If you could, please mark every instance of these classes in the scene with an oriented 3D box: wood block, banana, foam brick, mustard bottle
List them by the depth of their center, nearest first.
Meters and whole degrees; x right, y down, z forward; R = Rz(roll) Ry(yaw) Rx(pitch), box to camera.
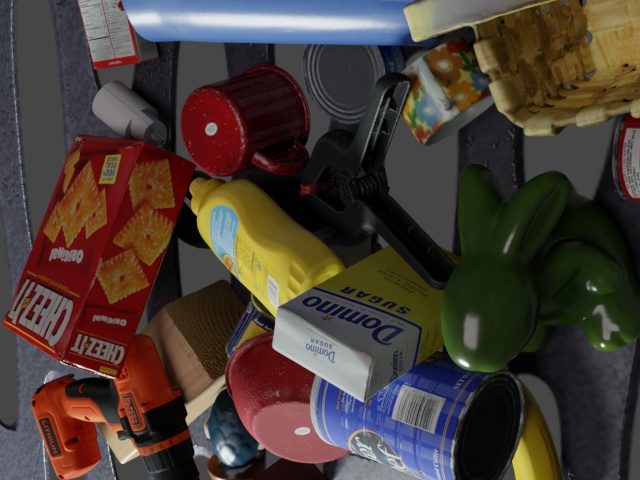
[{"bbox_3d":[0.166,0.181,0.891,0.070,0.037,0.198,-22,89,45],"label":"banana"},{"bbox_3d":[-0.056,0.001,0.932,0.192,0.058,0.096,41,148,35],"label":"mustard bottle"},{"bbox_3d":[-0.040,0.254,1.069,0.051,0.078,0.053,47,131,14],"label":"foam brick"},{"bbox_3d":[-0.153,0.138,1.110,0.090,0.090,0.206,55,133,10],"label":"wood block"}]

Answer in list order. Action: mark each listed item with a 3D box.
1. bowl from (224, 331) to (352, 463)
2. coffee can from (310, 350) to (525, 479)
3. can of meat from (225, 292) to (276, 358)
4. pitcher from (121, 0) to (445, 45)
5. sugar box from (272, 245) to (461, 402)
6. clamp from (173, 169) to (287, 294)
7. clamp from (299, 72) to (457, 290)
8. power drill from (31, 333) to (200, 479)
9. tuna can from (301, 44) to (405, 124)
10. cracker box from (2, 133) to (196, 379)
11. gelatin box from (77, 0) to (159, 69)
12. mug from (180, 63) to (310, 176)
[{"bbox_3d":[-0.012,0.152,0.963,0.162,0.055,0.162,5,134,5],"label":"bowl"},{"bbox_3d":[0.077,0.135,0.857,0.141,0.102,0.103,14,116,39],"label":"coffee can"},{"bbox_3d":[-0.030,0.090,0.994,0.102,0.057,0.084,30,130,0],"label":"can of meat"},{"bbox_3d":[-0.025,-0.211,0.795,0.243,0.149,0.145,8,122,19],"label":"pitcher"},{"bbox_3d":[0.054,0.055,0.841,0.093,0.175,0.048,27,123,30],"label":"sugar box"},{"bbox_3d":[-0.099,-0.011,1.041,0.172,0.039,0.120,18,113,38],"label":"clamp"},{"bbox_3d":[0.040,-0.036,0.859,0.210,0.036,0.164,-12,96,67],"label":"clamp"},{"bbox_3d":[-0.203,0.194,1.073,0.188,0.057,0.184,-17,91,40],"label":"power drill"},{"bbox_3d":[0.028,-0.142,0.882,0.086,0.033,0.086,16,117,35],"label":"tuna can"},{"bbox_3d":[-0.218,0.007,1.030,0.164,0.072,0.213,14,82,55],"label":"cracker box"},{"bbox_3d":[-0.200,-0.217,1.048,0.073,0.030,0.089,1,107,41],"label":"gelatin box"},{"bbox_3d":[-0.061,-0.096,0.943,0.117,0.081,0.093,44,130,19],"label":"mug"}]
